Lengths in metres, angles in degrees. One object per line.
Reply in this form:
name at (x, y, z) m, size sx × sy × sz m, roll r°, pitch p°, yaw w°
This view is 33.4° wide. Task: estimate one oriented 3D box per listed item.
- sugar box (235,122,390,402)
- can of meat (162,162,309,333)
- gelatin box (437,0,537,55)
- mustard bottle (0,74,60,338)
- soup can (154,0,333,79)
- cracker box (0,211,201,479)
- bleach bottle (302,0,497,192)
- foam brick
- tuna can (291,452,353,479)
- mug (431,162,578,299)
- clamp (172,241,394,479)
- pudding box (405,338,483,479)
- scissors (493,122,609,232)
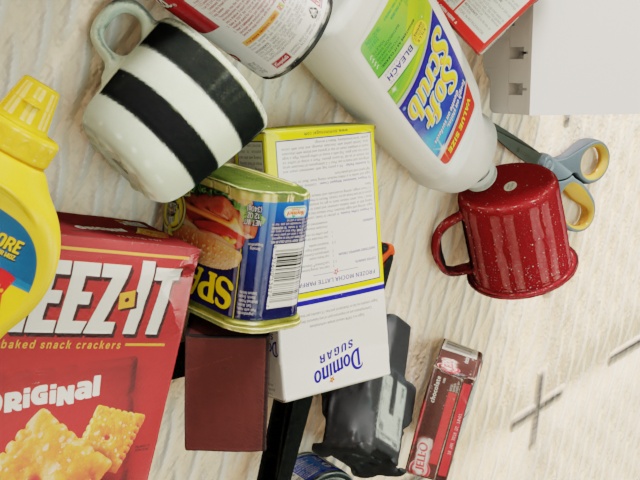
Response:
sugar box at (-0.005, 0.011, 0.715) m, size 0.093 × 0.048 × 0.176 m, roll -9°, pitch 101°, yaw -35°
can of meat at (-0.054, 0.001, 0.651) m, size 0.057 × 0.102 × 0.084 m, roll -5°, pitch 108°, yaw -44°
gelatin box at (0.119, -0.186, 0.744) m, size 0.089 × 0.073 × 0.030 m, roll -43°, pitch 178°, yaw 12°
mustard bottle at (-0.173, 0.012, 0.480) m, size 0.096 × 0.058 × 0.191 m, roll 30°, pitch 92°, yaw -21°
soup can at (-0.051, -0.145, 0.601) m, size 0.102 × 0.069 × 0.068 m, roll 32°, pitch 83°, yaw -33°
cracker box at (-0.167, 0.092, 0.597) m, size 0.163 × 0.072 × 0.214 m, roll 6°, pitch 101°, yaw -46°
bleach bottle at (0.068, -0.112, 0.756) m, size 0.250 × 0.068 × 0.102 m, roll 40°, pitch 77°, yaw -48°
foam brick at (-0.057, 0.086, 0.662) m, size 0.051 × 0.053 × 0.078 m, roll 2°, pitch 106°, yaw -3°
tuna can at (-0.011, 0.211, 0.830) m, size 0.085 × 0.034 × 0.086 m, roll -19°, pitch 119°, yaw -39°
mug at (0.146, -0.008, 0.867) m, size 0.117 × 0.093 × 0.081 m, roll -16°, pitch 118°, yaw 1°
clamp at (-0.015, 0.083, 0.767) m, size 0.209 × 0.036 × 0.164 m, roll -42°, pitch 125°, yaw -26°
pudding box at (0.102, 0.136, 0.871) m, size 0.113 × 0.039 × 0.090 m, roll -23°, pitch 129°, yaw -76°
scissors at (0.208, -0.079, 0.942) m, size 0.096 × 0.016 × 0.201 m, roll -57°, pitch 136°, yaw -13°
